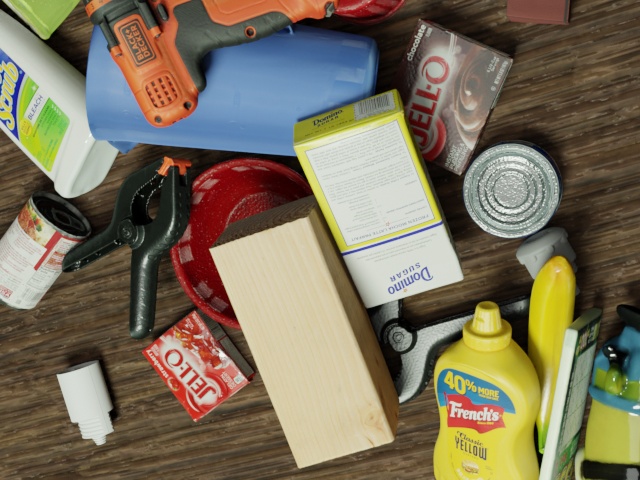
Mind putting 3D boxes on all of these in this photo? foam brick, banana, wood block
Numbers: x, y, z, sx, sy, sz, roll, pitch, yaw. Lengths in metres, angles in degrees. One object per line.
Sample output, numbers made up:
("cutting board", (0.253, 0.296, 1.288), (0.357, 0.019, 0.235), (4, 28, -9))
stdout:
("foam brick", (0.187, -0.222, 0.898), (0.051, 0.053, 0.078), (6, 99, 14))
("banana", (0.201, 0.087, 0.920), (0.037, 0.069, 0.198), (-6, 118, -1))
("wood block", (-0.009, 0.076, 0.920), (0.091, 0.090, 0.206), (-19, 102, 12))

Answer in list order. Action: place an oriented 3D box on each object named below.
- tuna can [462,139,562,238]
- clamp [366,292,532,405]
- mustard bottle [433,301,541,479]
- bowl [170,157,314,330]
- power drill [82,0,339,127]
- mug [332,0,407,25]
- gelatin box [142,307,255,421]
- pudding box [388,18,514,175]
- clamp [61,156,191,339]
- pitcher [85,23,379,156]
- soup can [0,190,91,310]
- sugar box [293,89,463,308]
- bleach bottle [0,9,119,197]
("tuna can", (0.169, -0.045, 0.939), (0.086, 0.033, 0.086), (2, 99, 15))
("clamp", (0.069, 0.075, 0.982), (0.164, 0.036, 0.210), (43, 104, 6))
("mustard bottle", (0.145, 0.141, 0.930), (0.096, 0.058, 0.192), (18, 122, 38))
("bowl", (-0.057, 0.001, 0.996), (0.162, 0.055, 0.162), (2, 99, 15))
("power drill", (-0.092, -0.206, 0.837), (0.187, 0.057, 0.184), (-26, 97, 2))
("mug", (0.027, -0.246, 0.923), (0.093, 0.081, 0.117), (-13, 95, 17))
("gelatin box", (-0.119, 0.121, 1.044), (0.073, 0.030, 0.089), (-38, 87, 17))
("pudding box", (0.108, -0.126, 0.940), (0.090, 0.039, 0.113), (26, 104, 10))
("clamp", (-0.177, -0.007, 0.990), (0.120, 0.039, 0.171), (28, 102, 21))
("pitcher", (-0.073, -0.146, 0.922), (0.243, 0.149, 0.145), (7, 77, 1))
("soup can", (-0.283, 0.011, 1.053), (0.068, 0.068, 0.102), (42, 107, 6))
("sugar box", (0.051, -0.031, 0.896), (0.093, 0.048, 0.176), (-17, 125, 11))
("bleach bottle", (-0.302, -0.158, 1.036), (0.251, 0.068, 0.103), (40, 122, 11))
